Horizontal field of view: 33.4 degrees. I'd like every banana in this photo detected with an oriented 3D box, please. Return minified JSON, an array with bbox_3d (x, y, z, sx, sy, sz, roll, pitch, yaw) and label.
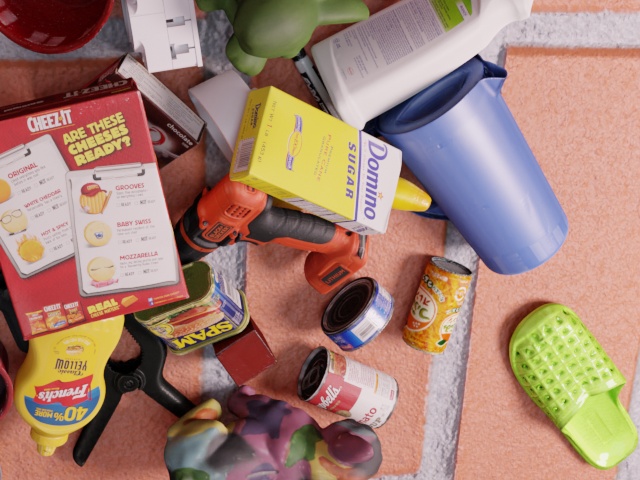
[{"bbox_3d":[0.018,-0.048,1.160,0.198,0.037,0.069,-10,127,17],"label":"banana"}]

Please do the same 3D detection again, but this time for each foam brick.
[{"bbox_3d":[-0.090,0.117,1.198,0.053,0.078,0.051,-32,114,-2],"label":"foam brick"}]

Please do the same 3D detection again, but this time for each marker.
[{"bbox_3d":[-0.006,-0.169,1.142,0.020,0.020,0.121,-33,115,-1],"label":"marker"}]

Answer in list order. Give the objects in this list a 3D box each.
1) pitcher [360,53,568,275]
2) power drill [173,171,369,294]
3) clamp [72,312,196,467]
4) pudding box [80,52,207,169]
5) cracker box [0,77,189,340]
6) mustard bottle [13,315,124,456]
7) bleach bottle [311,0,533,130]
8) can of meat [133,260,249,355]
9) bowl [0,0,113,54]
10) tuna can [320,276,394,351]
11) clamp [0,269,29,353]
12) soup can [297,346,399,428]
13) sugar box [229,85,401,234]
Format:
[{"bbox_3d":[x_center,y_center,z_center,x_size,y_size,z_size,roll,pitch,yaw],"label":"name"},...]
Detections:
[{"bbox_3d":[0.164,-0.075,1.175,0.145,0.149,0.242,-45,119,-12],"label":"pitcher"},{"bbox_3d":[-0.057,0.001,1.135,0.187,0.057,0.185,17,149,-26],"label":"power drill"},{"bbox_3d":[-0.224,0.160,1.202,0.164,0.036,0.210,-18,115,-6],"label":"clamp"},{"bbox_3d":[-0.185,-0.125,1.077,0.113,0.039,0.090,39,136,-26],"label":"pudding box"},{"bbox_3d":[-0.228,-0.030,1.008,0.164,0.072,0.214,-14,113,-9],"label":"cracker box"},{"bbox_3d":[-0.277,0.148,1.141,0.096,0.058,0.192,7,115,-26],"label":"mustard bottle"},{"bbox_3d":[0.121,-0.211,1.091,0.251,0.102,0.068,-26,153,9],"label":"bleach bottle"},{"bbox_3d":[-0.141,0.071,1.150,0.102,0.057,0.084,-21,145,13],"label":"can of meat"},{"bbox_3d":[-0.250,-0.260,1.000,0.162,0.055,0.162,8,113,19],"label":"bowl"},{"bbox_3d":[0.041,0.083,1.215,0.086,0.086,0.033,-45,113,4],"label":"tuna can"},{"bbox_3d":[-0.311,0.040,1.113,0.120,0.039,0.171,-43,137,-6],"label":"clamp"},{"bbox_3d":[0.033,0.174,1.257,0.102,0.068,0.068,25,102,-22],"label":"soup can"},{"bbox_3d":[-0.001,-0.076,1.058,0.176,0.048,0.093,21,76,-32],"label":"sugar box"}]
